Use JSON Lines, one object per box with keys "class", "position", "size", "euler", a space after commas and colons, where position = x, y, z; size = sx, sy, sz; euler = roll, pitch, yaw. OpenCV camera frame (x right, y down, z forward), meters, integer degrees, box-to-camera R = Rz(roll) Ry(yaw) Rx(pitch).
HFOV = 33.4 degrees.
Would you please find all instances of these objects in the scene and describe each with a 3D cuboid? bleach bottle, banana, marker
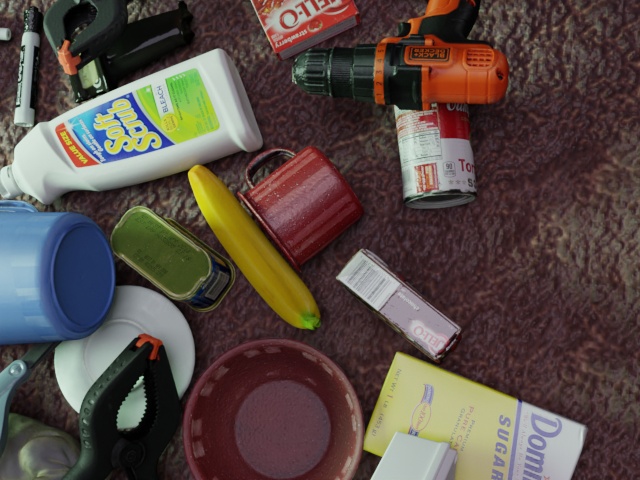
{"class": "bleach bottle", "position": [-0.188, -0.090, 1.010], "size": [0.251, 0.068, 0.102], "euler": [-21, 78, 7]}
{"class": "banana", "position": [-0.055, 0.013, 0.971], "size": [0.037, 0.070, 0.198], "euler": [-33, 68, -20]}
{"class": "marker", "position": [-0.289, -0.174, 1.059], "size": [0.020, 0.020, 0.121], "euler": [1, 81, 9]}

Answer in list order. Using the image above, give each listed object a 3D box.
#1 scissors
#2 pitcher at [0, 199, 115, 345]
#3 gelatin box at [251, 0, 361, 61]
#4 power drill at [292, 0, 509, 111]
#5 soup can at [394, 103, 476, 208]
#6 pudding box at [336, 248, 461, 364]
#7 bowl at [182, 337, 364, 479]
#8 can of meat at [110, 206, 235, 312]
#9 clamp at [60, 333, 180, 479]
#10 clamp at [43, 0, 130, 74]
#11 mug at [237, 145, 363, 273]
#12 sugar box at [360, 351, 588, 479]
{"class": "scissors", "position": [-0.261, 0.133, 0.927], "size": [0.201, 0.016, 0.096], "euler": [-31, 60, -13]}
{"class": "pitcher", "position": [-0.304, 0.027, 0.949], "size": [0.243, 0.144, 0.149], "euler": [-2, 83, 24]}
{"class": "gelatin box", "position": [-0.015, -0.225, 1.020], "size": [0.089, 0.030, 0.073], "euler": [-25, 79, 4]}
{"class": "power drill", "position": [0.077, -0.193, 0.948], "size": [0.184, 0.057, 0.187], "euler": [5, 53, 9]}
{"class": "soup can", "position": [0.103, -0.085, 0.962], "size": [0.068, 0.068, 0.102], "euler": [-6, 81, 7]}
{"class": "pudding box", "position": [0.071, 0.060, 0.933], "size": [0.113, 0.090, 0.039], "euler": [41, 87, 13]}
{"class": "bowl", "position": [-0.038, 0.168, 0.950], "size": [0.162, 0.055, 0.162], "euler": [-1, 81, 8]}
{"class": "can of meat", "position": [-0.135, 0.017, 0.973], "size": [0.102, 0.084, 0.057], "euler": [36, 87, 12]}
{"class": "clamp", "position": [-0.165, 0.187, 0.924], "size": [0.036, 0.164, 0.210], "euler": [14, 83, 50]}
{"class": "clamp", "position": [-0.224, -0.230, 1.021], "size": [0.120, 0.039, 0.171], "euler": [9, 52, 22]}
{"class": "mug", "position": [-0.022, -0.039, 0.967], "size": [0.081, 0.093, 0.117], "euler": [-38, 60, -4]}
{"class": "sugar box", "position": [0.133, 0.171, 0.928], "size": [0.176, 0.048, 0.093], "euler": [20, 87, 13]}
